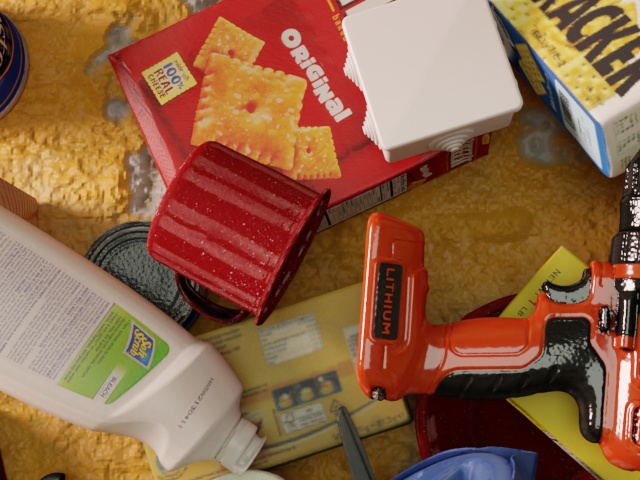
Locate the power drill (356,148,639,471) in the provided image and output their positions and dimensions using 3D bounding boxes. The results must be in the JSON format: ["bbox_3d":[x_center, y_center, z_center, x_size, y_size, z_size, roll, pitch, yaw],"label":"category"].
[{"bbox_3d":[0.117,0.029,0.596,0.188,0.057,0.184,5,80,8],"label":"power drill"}]

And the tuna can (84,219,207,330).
[{"bbox_3d":[-0.122,0.031,0.740,0.086,0.033,0.086,-1,80,6],"label":"tuna can"}]

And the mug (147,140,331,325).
[{"bbox_3d":[-0.054,0.001,0.649,0.081,0.093,0.117,28,127,5],"label":"mug"}]

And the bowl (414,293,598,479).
[{"bbox_3d":[0.142,0.115,0.685,0.162,0.055,0.162,-1,80,6],"label":"bowl"}]

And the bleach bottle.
[{"bbox_3d":[-0.149,0.068,0.641,0.251,0.068,0.102,34,79,0],"label":"bleach bottle"}]

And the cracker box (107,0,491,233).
[{"bbox_3d":[-0.014,-0.093,0.730,0.213,0.072,0.164,-25,79,1],"label":"cracker box"}]
